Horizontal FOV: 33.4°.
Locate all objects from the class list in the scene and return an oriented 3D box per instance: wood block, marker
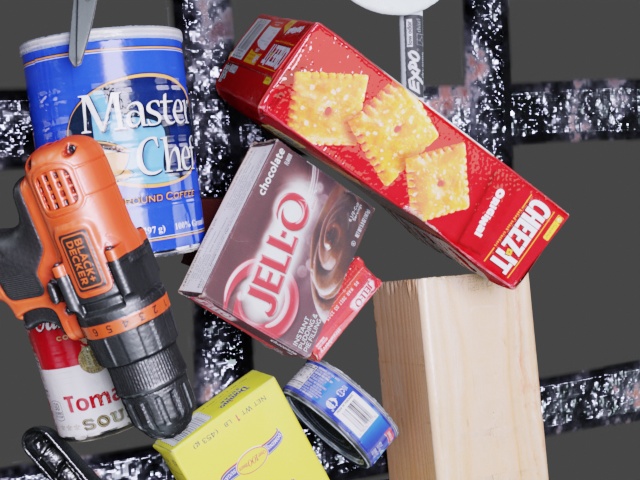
[{"bbox_3d":[0.102,0.128,0.780,0.090,0.091,0.206,-4,88,-20],"label":"wood block"},{"bbox_3d":[0.071,-0.129,0.833,0.020,0.020,0.121,-2,92,-27],"label":"marker"}]

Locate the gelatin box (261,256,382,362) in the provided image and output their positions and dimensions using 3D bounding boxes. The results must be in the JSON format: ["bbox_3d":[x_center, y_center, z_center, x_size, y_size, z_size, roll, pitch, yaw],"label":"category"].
[{"bbox_3d":[-0.006,0.046,0.757,0.030,0.089,0.073,47,71,-21],"label":"gelatin box"}]

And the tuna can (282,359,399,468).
[{"bbox_3d":[0.013,0.125,0.770,0.033,0.086,0.086,-48,110,-17],"label":"tuna can"}]

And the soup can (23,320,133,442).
[{"bbox_3d":[-0.152,0.071,0.696,0.068,0.069,0.102,-19,100,-26],"label":"soup can"}]

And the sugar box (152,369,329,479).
[{"bbox_3d":[-0.037,0.193,0.768,0.093,0.048,0.176,-34,104,-23],"label":"sugar box"}]

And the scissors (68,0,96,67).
[{"bbox_3d":[-0.158,-0.190,0.664,0.096,0.016,0.201,11,58,9],"label":"scissors"}]

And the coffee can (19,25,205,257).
[{"bbox_3d":[-0.131,-0.059,0.684,0.102,0.103,0.140,-9,95,-27],"label":"coffee can"}]

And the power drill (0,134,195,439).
[{"bbox_3d":[-0.178,0.047,0.630,0.188,0.057,0.184,-16,99,15],"label":"power drill"}]

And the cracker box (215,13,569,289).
[{"bbox_3d":[0.040,-0.063,0.729,0.213,0.164,0.072,35,92,-20],"label":"cracker box"}]

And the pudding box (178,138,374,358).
[{"bbox_3d":[-0.026,0.006,0.680,0.090,0.039,0.113,34,71,-32],"label":"pudding box"}]

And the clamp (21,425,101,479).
[{"bbox_3d":[-0.134,0.205,0.694,0.171,0.039,0.120,38,34,-23],"label":"clamp"}]
